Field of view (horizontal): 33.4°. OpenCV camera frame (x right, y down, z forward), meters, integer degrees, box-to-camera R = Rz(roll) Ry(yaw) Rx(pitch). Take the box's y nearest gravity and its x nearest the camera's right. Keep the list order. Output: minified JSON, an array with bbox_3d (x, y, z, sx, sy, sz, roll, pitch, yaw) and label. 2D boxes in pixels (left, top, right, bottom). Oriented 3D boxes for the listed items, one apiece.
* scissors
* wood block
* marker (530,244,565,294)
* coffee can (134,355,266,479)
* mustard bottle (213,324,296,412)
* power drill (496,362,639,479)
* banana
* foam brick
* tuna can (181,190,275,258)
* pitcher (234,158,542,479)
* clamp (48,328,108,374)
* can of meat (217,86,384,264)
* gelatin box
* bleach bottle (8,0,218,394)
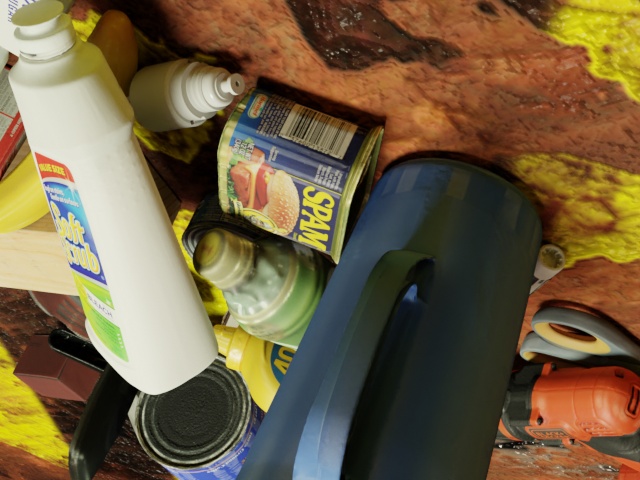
[{"bbox_3d":[0.228,0.079,0.718,0.202,0.016,0.096,5,151,31],"label":"scissors"},{"bbox_3d":[-0.222,-0.022,0.795,0.206,0.090,0.090,4,148,31],"label":"wood block"},{"bbox_3d":[0.129,0.034,0.713,0.020,0.020,0.121,24,152,-3],"label":"marker"},{"bbox_3d":[-0.090,0.172,0.940,0.103,0.102,0.140,11,156,20],"label":"coffee can"},{"bbox_3d":[0.001,0.107,0.851,0.192,0.096,0.058,19,136,9],"label":"mustard bottle"},{"bbox_3d":[0.207,0.153,0.807,0.187,0.057,0.185,30,157,-26],"label":"power drill"},{"bbox_3d":[-0.162,-0.064,0.668,0.037,0.069,0.198,46,113,6],"label":"banana"},{"bbox_3d":[-0.284,0.138,1.162,0.078,0.053,0.051,0,145,38],"label":"foam brick"},{"bbox_3d":[-0.055,0.001,0.773,0.086,0.033,0.086,18,152,10],"label":"tuna can"},{"bbox_3d":[0.045,0.070,0.597,0.145,0.242,0.149,34,150,-20],"label":"pitcher"},{"bbox_3d":[-0.188,0.134,1.103,0.171,0.039,0.120,37,151,-26],"label":"clamp"},{"bbox_3d":[-0.014,-0.040,0.648,0.084,0.057,0.102,21,153,7],"label":"can of meat"},{"bbox_3d":[-0.238,-0.088,0.709,0.089,0.073,0.030,25,153,-5],"label":"gelatin box"},{"bbox_3d":[-0.130,-0.026,0.631,0.103,0.068,0.251,37,149,43],"label":"bleach bottle"}]
